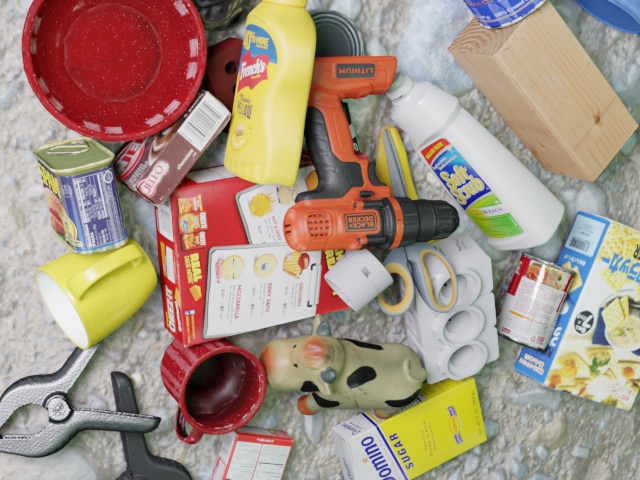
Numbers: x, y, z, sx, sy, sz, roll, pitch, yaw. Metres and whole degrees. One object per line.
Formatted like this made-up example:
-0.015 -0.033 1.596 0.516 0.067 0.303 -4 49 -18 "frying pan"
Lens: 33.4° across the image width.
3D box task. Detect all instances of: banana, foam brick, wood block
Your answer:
0.105 -0.034 1.178 0.197 0.037 0.069 53 57 -30 "banana"
-0.087 -0.150 1.032 0.053 0.051 0.078 -29 116 -17 "foam brick"
0.248 -0.169 1.180 0.091 0.090 0.206 -50 120 -8 "wood block"

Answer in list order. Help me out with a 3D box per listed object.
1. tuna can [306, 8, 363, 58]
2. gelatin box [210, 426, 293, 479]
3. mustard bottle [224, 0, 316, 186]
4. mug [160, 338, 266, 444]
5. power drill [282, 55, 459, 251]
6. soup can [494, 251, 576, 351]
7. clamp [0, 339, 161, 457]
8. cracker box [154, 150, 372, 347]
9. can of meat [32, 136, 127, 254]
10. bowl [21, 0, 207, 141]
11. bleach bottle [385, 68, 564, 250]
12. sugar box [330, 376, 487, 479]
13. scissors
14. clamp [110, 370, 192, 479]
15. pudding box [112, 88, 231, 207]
-0.002 -0.190 1.076 0.086 0.034 0.086 -8 108 -26 "tuna can"
-0.078 0.250 1.166 0.073 0.030 0.089 13 98 -31 "gelatin box"
-0.042 -0.151 0.967 0.058 0.096 0.192 3 104 -27 "mustard bottle"
-0.117 0.150 1.086 0.093 0.082 0.117 19 95 -31 "mug"
0.046 -0.083 1.037 0.184 0.057 0.187 -4 84 -25 "power drill"
0.253 0.072 1.265 0.068 0.069 0.102 17 96 -30 "soup can"
-0.243 0.166 1.033 0.171 0.039 0.120 -33 86 -7 "clamp"
-0.057 0.001 1.081 0.213 0.072 0.164 -12 111 -25 "cracker box"
-0.217 -0.041 0.969 0.057 0.102 0.084 -18 114 -23 "can of meat"
-0.185 -0.170 0.960 0.162 0.055 0.162 -2 97 -13 "bowl"
0.153 -0.090 1.159 0.250 0.103 0.068 42 66 -24 "bleach bottle"
0.105 0.227 1.246 0.176 0.048 0.093 -25 115 -21 "sugar box"
0.075 -0.009 1.117 0.096 0.016 0.202 -28 82 2 "scissors"
-0.191 0.242 1.101 0.209 0.036 0.164 38 86 -27 "clamp"
-0.144 -0.092 0.998 0.039 0.090 0.113 43 82 -32 "pudding box"
